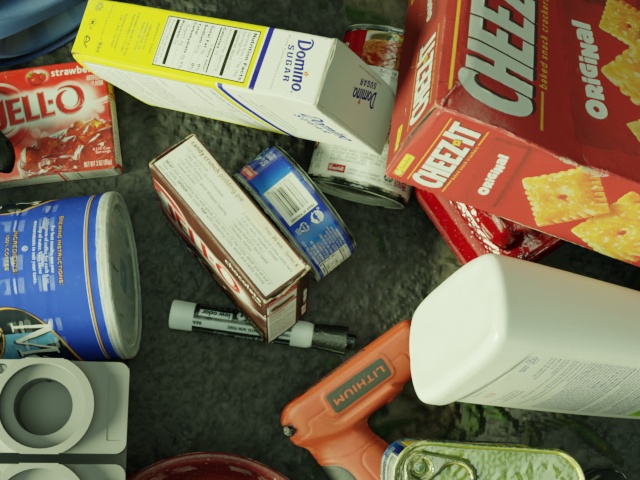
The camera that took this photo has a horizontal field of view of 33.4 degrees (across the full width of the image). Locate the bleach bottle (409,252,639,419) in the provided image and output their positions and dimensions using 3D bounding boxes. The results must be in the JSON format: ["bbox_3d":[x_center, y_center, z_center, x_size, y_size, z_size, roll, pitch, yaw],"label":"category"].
[{"bbox_3d":[0.186,0.073,0.638,0.250,0.103,0.068,13,56,-21],"label":"bleach bottle"}]

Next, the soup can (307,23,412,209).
[{"bbox_3d":[0.035,-0.077,0.677,0.068,0.068,0.102,15,86,1],"label":"soup can"}]

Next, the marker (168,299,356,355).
[{"bbox_3d":[-0.037,0.056,0.689,0.121,0.020,0.020,9,85,1],"label":"marker"}]

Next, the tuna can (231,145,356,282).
[{"bbox_3d":[-0.016,-0.017,0.663,0.033,0.086,0.086,-39,86,-5],"label":"tuna can"}]

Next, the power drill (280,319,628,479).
[{"bbox_3d":[0.078,0.145,0.662,0.184,0.057,0.188,-34,84,-6],"label":"power drill"}]

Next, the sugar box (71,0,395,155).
[{"bbox_3d":[-0.051,-0.098,0.633,0.176,0.093,0.048,13,83,28],"label":"sugar box"}]

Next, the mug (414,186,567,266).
[{"bbox_3d":[0.108,-0.021,0.651,0.093,0.117,0.081,-37,80,21],"label":"mug"}]

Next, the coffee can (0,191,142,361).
[{"bbox_3d":[-0.187,0.028,0.651,0.140,0.103,0.103,-6,85,0],"label":"coffee can"}]

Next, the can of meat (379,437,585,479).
[{"bbox_3d":[0.085,0.139,0.592,0.102,0.084,0.057,4,84,-3],"label":"can of meat"}]

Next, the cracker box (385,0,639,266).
[{"bbox_3d":[0.155,-0.080,0.617,0.213,0.072,0.164,20,52,-12],"label":"cracker box"}]

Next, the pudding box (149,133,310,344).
[{"bbox_3d":[-0.054,0.001,0.649,0.039,0.090,0.113,-40,75,-14],"label":"pudding box"}]

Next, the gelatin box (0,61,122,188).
[{"bbox_3d":[-0.178,-0.076,0.697,0.089,0.030,0.073,-7,84,-1],"label":"gelatin box"}]
